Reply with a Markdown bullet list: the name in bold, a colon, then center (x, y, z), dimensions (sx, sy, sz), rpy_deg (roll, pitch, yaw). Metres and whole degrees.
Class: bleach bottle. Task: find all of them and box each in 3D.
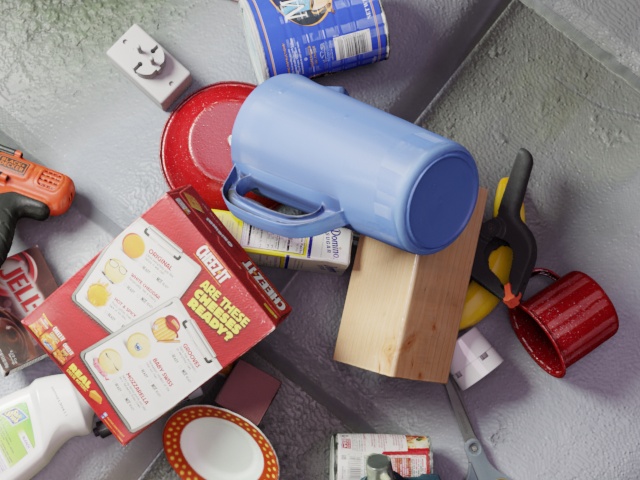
- **bleach bottle**: center (-0.327, 0.219, 1.094), dimensions (0.250, 0.068, 0.102), rpy_deg (-29, 83, -8)

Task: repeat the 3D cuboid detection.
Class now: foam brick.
- **foam brick**: center (-0.074, 0.158, 1.107), dimensions (0.051, 0.078, 0.053), rpy_deg (30, 82, 3)

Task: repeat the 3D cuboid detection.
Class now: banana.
- **banana**: center (0.178, 0.026, 1.158), dimensions (0.069, 0.037, 0.197), rpy_deg (34, 82, 1)

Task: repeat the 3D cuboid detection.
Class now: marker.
- **marker**: center (-0.183, 0.179, 1.128), dimensions (0.121, 0.020, 0.020), rpy_deg (-24, 84, -6)

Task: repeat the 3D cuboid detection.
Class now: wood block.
- **wood block**: center (0.094, 0.035, 1.099), dimensions (0.090, 0.091, 0.206), rpy_deg (14, 88, -43)

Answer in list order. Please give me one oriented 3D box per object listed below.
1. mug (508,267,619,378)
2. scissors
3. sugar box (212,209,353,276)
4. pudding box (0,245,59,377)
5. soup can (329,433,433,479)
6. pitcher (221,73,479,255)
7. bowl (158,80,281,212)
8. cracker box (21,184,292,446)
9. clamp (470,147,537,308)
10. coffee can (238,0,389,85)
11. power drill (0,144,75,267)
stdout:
- **mug**: center (0.253, 0.077, 1.135), dimensions (0.081, 0.093, 0.117), rpy_deg (-32, 60, -11)
- **scissors**: center (0.152, 0.239, 1.139), dimensions (0.096, 0.016, 0.202), rpy_deg (-34, 85, -7)
- **sugar box**: center (-0.057, 0.001, 1.121), dimensions (0.176, 0.093, 0.048), rpy_deg (6, 81, -3)
- **pudding box**: center (-0.314, 0.073, 1.113), dimensions (0.089, 0.039, 0.113), rpy_deg (-26, 86, -26)
- **soup can**: center (0.062, 0.236, 1.109), dimensions (0.102, 0.068, 0.068), rpy_deg (2, 82, -2)
- **pitcher**: center (0.025, -0.066, 1.033), dimensions (0.144, 0.243, 0.149), rpy_deg (5, 105, -43)
- **bowl**: center (-0.096, -0.101, 1.152), dimensions (0.162, 0.055, 0.162), rpy_deg (0, 83, -3)
- **cracker box**: center (-0.160, 0.074, 1.046), dimensions (0.214, 0.072, 0.164), rpy_deg (-39, 91, 20)
- **clamp**: center (0.191, -0.016, 1.128), dimensions (0.120, 0.039, 0.171), rpy_deg (-30, 64, 19)
- **coffee can**: center (-0.007, -0.226, 1.149), dimensions (0.140, 0.103, 0.103), rpy_deg (-16, 84, -5)
- **power drill**: center (-0.368, -0.025, 1.091), dimensions (0.184, 0.057, 0.187), rpy_deg (19, 54, 1)
